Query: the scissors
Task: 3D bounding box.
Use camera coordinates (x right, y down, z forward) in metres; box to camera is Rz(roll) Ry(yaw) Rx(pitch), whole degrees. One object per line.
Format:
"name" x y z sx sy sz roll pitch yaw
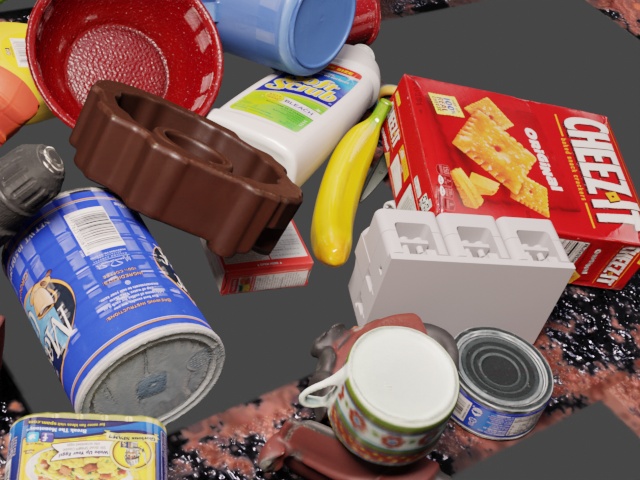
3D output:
"scissors" 0.059 -0.100 1.016 0.096 0.016 0.201 35 44 21

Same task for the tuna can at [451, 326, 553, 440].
"tuna can" 0.130 0.106 0.801 0.086 0.034 0.086 10 41 -9

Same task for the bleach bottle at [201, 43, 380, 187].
"bleach bottle" -0.015 -0.127 0.986 0.103 0.068 0.250 23 38 12

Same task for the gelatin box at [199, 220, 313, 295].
"gelatin box" -0.056 0.001 0.854 0.073 0.030 0.089 -5 45 -23

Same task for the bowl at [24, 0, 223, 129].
"bowl" -0.165 -0.148 0.888 0.162 0.055 0.162 4 77 -19

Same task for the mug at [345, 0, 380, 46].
"mug" -0.004 -0.234 1.094 0.081 0.093 0.117 -21 21 -26

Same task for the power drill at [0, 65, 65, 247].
"power drill" -0.247 -0.047 0.749 0.057 0.185 0.187 48 20 -32

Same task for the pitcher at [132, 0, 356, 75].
"pitcher" -0.097 -0.235 0.983 0.243 0.145 0.149 27 82 30

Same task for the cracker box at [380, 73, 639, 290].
"cracker box" 0.169 -0.052 0.936 0.213 0.072 0.164 8 49 -18

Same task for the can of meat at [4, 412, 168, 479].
"can of meat" -0.140 0.151 0.637 0.102 0.057 0.084 5 41 -14

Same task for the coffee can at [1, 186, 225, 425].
"coffee can" -0.141 0.047 0.716 0.102 0.103 0.140 -14 50 -31

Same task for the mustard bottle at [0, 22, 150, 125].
"mustard bottle" -0.205 -0.151 0.944 0.191 0.058 0.096 -8 58 -27

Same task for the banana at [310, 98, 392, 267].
"banana" 0.018 -0.039 0.895 0.037 0.070 0.197 20 48 -4
